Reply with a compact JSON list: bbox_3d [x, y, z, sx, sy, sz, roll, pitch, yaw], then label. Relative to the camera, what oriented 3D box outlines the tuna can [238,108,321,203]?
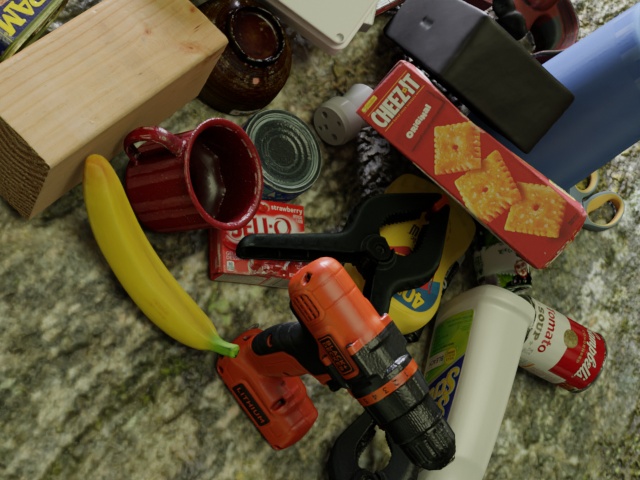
[{"bbox_3d":[-0.042,-0.078,0.987,0.086,0.034,0.086,12,67,-30],"label":"tuna can"}]

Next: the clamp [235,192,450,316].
[{"bbox_3d":[0.036,0.011,0.948,0.164,0.036,0.209,44,57,3],"label":"clamp"}]

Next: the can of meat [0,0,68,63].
[{"bbox_3d":[-0.265,-0.194,0.867,0.084,0.058,0.102,39,55,-13],"label":"can of meat"}]

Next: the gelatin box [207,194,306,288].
[{"bbox_3d":[-0.056,0.001,0.951,0.089,0.030,0.073,8,69,-32],"label":"gelatin box"}]

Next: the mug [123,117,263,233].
[{"bbox_3d":[-0.115,-0.055,0.883,0.117,0.082,0.093,38,56,-42],"label":"mug"}]

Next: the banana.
[{"bbox_3d":[-0.139,0.018,0.861,0.197,0.070,0.037,55,41,-16],"label":"banana"}]

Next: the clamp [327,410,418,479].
[{"bbox_3d":[0.050,0.220,0.909,0.120,0.039,0.171,15,60,11],"label":"clamp"}]

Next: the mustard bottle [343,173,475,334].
[{"bbox_3d":[0.073,0.032,1.009,0.096,0.058,0.191,38,57,-10],"label":"mustard bottle"}]

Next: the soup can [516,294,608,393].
[{"bbox_3d":[0.231,0.104,1.082,0.102,0.069,0.068,28,60,-22],"label":"soup can"}]

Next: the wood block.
[{"bbox_3d":[-0.184,-0.121,0.865,0.090,0.091,0.205,44,54,2],"label":"wood block"}]

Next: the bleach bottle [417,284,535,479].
[{"bbox_3d":[0.125,0.169,0.966,0.068,0.103,0.250,27,60,-18],"label":"bleach bottle"}]

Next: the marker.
[{"bbox_3d":[0.111,0.054,1.050,0.020,0.020,0.121,43,55,-13],"label":"marker"}]

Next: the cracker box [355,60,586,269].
[{"bbox_3d":[0.147,-0.066,0.992,0.214,0.072,0.164,43,9,11],"label":"cracker box"}]

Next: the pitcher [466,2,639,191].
[{"bbox_3d":[0.276,-0.137,1.091,0.145,0.243,0.149,36,50,-16],"label":"pitcher"}]

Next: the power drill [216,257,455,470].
[{"bbox_3d":[0.007,0.115,0.855,0.057,0.188,0.184,-35,93,-38],"label":"power drill"}]
